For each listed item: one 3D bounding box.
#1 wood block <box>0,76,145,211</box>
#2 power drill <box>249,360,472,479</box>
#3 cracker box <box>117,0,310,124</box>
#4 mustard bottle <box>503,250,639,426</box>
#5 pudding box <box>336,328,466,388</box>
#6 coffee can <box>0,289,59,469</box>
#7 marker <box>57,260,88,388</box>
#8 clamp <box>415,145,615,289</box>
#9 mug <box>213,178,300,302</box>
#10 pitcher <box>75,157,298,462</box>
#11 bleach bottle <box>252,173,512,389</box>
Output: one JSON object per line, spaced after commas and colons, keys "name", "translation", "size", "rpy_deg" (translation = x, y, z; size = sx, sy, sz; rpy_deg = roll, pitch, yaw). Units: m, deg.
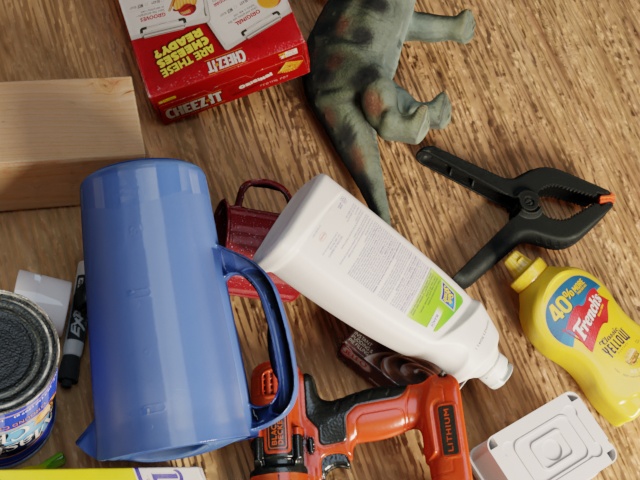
{"name": "wood block", "translation": [-0.275, -0.087, 0.986], "size": [0.205, 0.090, 0.091], "rpy_deg": [-6, 64, -18]}
{"name": "power drill", "translation": [0.032, 0.188, 0.915], "size": [0.187, 0.057, 0.184], "rpy_deg": [-4, 69, -1]}
{"name": "cracker box", "translation": [-0.122, -0.245, 1.099], "size": [0.164, 0.072, 0.214], "rpy_deg": [-20, 68, -1]}
{"name": "mustard bottle", "translation": [0.254, 0.083, 1.046], "size": [0.192, 0.058, 0.096], "rpy_deg": [45, 66, 8]}
{"name": "pudding box", "translation": [0.085, 0.107, 1.005], "size": [0.113, 0.039, 0.090], "rpy_deg": [40, 59, 7]}
{"name": "coffee can", "translation": [-0.261, 0.114, 0.850], "size": [0.102, 0.140, 0.103], "rpy_deg": [6, 61, -12]}
{"name": "marker", "translation": [-0.217, 0.075, 0.954], "size": [0.020, 0.020, 0.121], "rpy_deg": [9, 60, -10]}
{"name": "clamp", "translation": [0.205, -0.040, 1.118], "size": [0.209, 0.036, 0.164], "rpy_deg": [-11, 66, -16]}
{"name": "mug", "translation": [-0.056, 0.001, 0.991], "size": [0.081, 0.093, 0.117], "rpy_deg": [9, 89, -16]}
{"name": "pitcher", "translation": [-0.123, 0.058, 0.888], "size": [0.148, 0.145, 0.243], "rpy_deg": [0, 76, -38]}
{"name": "bleach bottle", "translation": [0.067, 0.054, 0.948], "size": [0.250, 0.068, 0.102], "rpy_deg": [39, 60, -11]}
